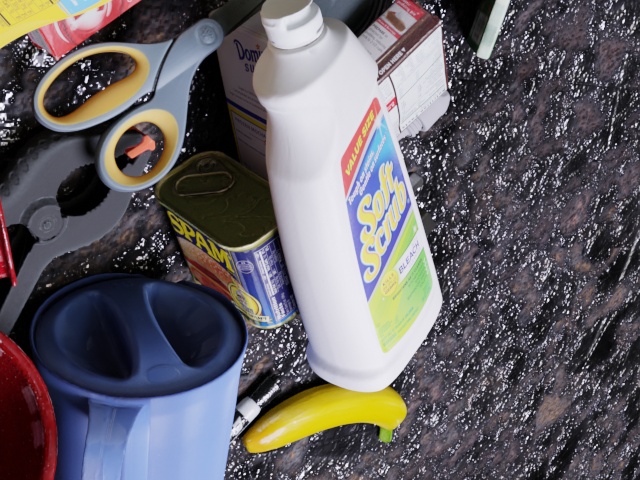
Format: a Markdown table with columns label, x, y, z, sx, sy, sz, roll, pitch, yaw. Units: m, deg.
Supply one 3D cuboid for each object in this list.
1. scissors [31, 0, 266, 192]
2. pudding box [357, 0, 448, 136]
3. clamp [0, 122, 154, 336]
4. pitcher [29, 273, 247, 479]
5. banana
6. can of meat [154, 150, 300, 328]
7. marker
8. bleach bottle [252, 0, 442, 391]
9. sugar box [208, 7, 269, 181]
| label | x | y | z | sx | sy | sz | roll | pitch | yaw |
| --- | --- | --- | --- | --- | --- | --- | --- | --- | --- |
| scissors | -0.066 | -0.098 | 0.622 | 0.201 | 0.016 | 0.096 | -24 | 100 | -13 |
| pudding box | 0.045 | -0.109 | 0.748 | 0.090 | 0.039 | 0.113 | -45 | 164 | -5 |
| clamp | -0.176 | -0.018 | 0.623 | 0.171 | 0.039 | 0.120 | -48 | 142 | -10 |
| pitcher | -0.125 | 0.157 | 0.709 | 0.148 | 0.145 | 0.243 | -21 | 131 | -39 |
| banana | 0.018 | 0.152 | 0.923 | 0.197 | 0.037 | 0.070 | 10 | 106 | -47 |
| can of meat | -0.055 | 0.001 | 0.707 | 0.057 | 0.102 | 0.084 | -38 | 138 | -22 |
| marker | -0.075 | 0.152 | 0.844 | 0.121 | 0.020 | 0.020 | -45 | 138 | -15 |
| bleach bottle | 0.009 | -0.028 | 0.631 | 0.102 | 0.068 | 0.251 | -50 | 139 | -31 |
| sugar box | -0.017 | -0.067 | 0.706 | 0.048 | 0.093 | 0.176 | -30 | 133 | -29 |
